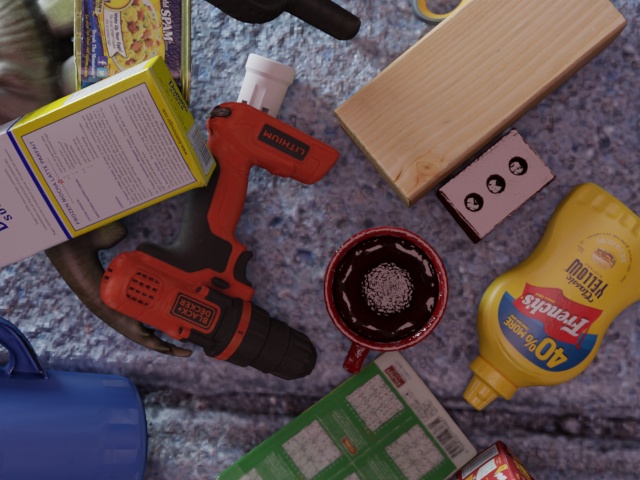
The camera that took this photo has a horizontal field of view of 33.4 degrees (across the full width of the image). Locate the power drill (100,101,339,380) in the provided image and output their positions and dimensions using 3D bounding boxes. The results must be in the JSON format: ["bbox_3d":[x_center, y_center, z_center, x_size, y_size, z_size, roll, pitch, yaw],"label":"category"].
[{"bbox_3d":[-0.055,0.001,0.831,0.184,0.057,0.187,26,81,-24],"label":"power drill"}]

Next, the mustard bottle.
[{"bbox_3d":[0.179,0.054,0.829,0.096,0.058,0.191,41,92,0],"label":"mustard bottle"}]

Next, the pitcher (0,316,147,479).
[{"bbox_3d":[-0.254,0.139,0.780,0.242,0.149,0.145,6,55,-27],"label":"pitcher"}]

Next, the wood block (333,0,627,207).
[{"bbox_3d":[0.120,-0.126,0.824,0.206,0.090,0.091,-40,86,3],"label":"wood block"}]

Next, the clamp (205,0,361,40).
[{"bbox_3d":[-0.034,-0.197,0.818,0.039,0.171,0.120,-34,89,42],"label":"clamp"}]

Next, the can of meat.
[{"bbox_3d":[-0.138,-0.150,0.790,0.084,0.057,0.102,0,83,-10],"label":"can of meat"}]

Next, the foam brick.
[{"bbox_3d":[0.136,-0.042,0.839,0.078,0.051,0.053,-40,85,2],"label":"foam brick"}]

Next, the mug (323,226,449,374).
[{"bbox_3d":[0.047,0.049,0.827,0.093,0.081,0.117,21,89,5],"label":"mug"}]

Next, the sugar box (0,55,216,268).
[{"bbox_3d":[-0.174,-0.055,0.764,0.176,0.048,0.093,-19,111,15],"label":"sugar box"}]
